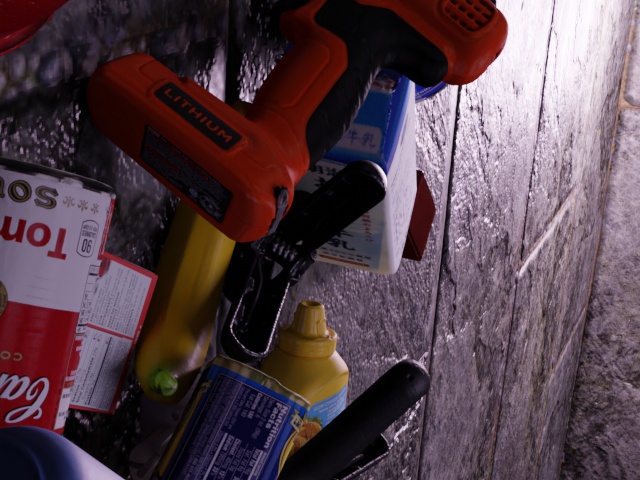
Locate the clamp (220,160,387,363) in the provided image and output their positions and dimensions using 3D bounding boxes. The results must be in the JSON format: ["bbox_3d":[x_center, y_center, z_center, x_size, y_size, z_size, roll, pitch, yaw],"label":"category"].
[{"bbox_3d":[-0.016,-0.001,0.598,0.120,0.039,0.171,-45,-166,2],"label":"clamp"}]

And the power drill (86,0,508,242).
[{"bbox_3d":[-0.023,-0.105,0.520,0.187,0.184,0.057,-48,172,-25],"label":"power drill"}]

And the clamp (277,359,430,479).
[{"bbox_3d":[-0.020,0.153,0.654,0.209,0.036,0.165,-31,160,-26],"label":"clamp"}]

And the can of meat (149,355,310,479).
[{"bbox_3d":[-0.049,0.107,0.527,0.084,0.057,0.102,-65,-175,-13],"label":"can of meat"}]

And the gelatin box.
[{"bbox_3d":[-0.116,0.039,0.492,0.089,0.030,0.073,39,66,-68],"label":"gelatin box"}]

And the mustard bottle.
[{"bbox_3d":[-0.016,0.136,0.767,0.096,0.058,0.192,-19,119,-59],"label":"mustard bottle"}]

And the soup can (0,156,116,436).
[{"bbox_3d":[-0.122,0.022,0.410,0.068,0.069,0.102,21,80,-69],"label":"soup can"}]

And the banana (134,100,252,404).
[{"bbox_3d":[-0.064,0.013,0.568,0.070,0.037,0.197,-44,-152,45],"label":"banana"}]

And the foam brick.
[{"bbox_3d":[0.061,-0.024,0.893,0.078,0.053,0.051,59,46,-63],"label":"foam brick"}]
